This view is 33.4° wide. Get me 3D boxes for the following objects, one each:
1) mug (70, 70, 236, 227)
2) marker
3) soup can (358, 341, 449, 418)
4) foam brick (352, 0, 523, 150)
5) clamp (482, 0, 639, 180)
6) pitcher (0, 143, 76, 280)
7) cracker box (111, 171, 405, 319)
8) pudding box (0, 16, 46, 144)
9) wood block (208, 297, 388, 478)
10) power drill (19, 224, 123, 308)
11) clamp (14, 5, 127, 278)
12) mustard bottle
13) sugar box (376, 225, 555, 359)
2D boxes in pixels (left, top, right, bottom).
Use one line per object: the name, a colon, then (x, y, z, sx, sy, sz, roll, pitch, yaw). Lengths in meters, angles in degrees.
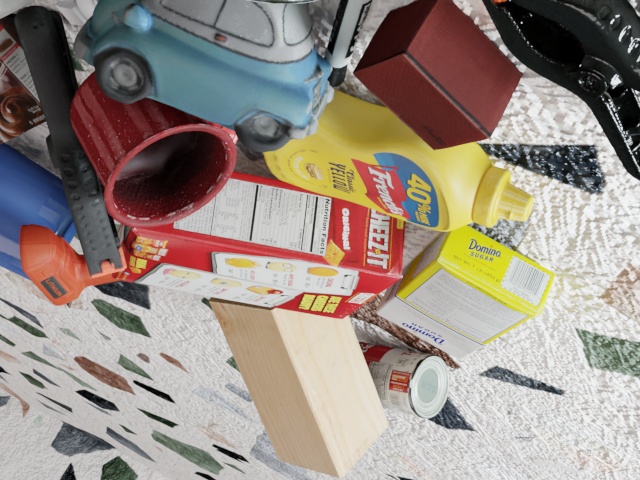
mug: (-0.118, -0.061, 0.716, 0.081, 0.093, 0.117, 57, 142, 30)
marker: (0.016, -0.130, 0.668, 0.020, 0.020, 0.121, 28, 157, 1)
soup can: (0.076, 0.147, 1.125, 0.102, 0.068, 0.068, 5, 148, 43)
foam brick: (0.069, -0.099, 0.633, 0.078, 0.051, 0.053, 40, 156, -25)
clamp: (0.159, -0.094, 0.557, 0.171, 0.039, 0.120, 37, 155, -20)
pitcher: (-0.374, -0.057, 1.109, 0.242, 0.149, 0.145, 30, 135, -5)
cracker box: (-0.056, 0.001, 0.882, 0.213, 0.072, 0.164, 10, 162, -13)
pudding box: (-0.271, -0.132, 0.891, 0.114, 0.039, 0.090, -15, 124, 44)
wood block: (-0.018, 0.123, 1.064, 0.091, 0.090, 0.206, 6, 126, 43)
power drill: (-0.187, 0.003, 1.025, 0.187, 0.057, 0.184, -9, 153, 3)
clamp: (-0.182, -0.074, 0.780, 0.164, 0.036, 0.210, -152, 48, -81)
mustard bottle: (0.054, -0.051, 0.742, 0.192, 0.058, 0.096, 19, 151, 19)
sugar box: (0.116, 0.046, 0.896, 0.093, 0.048, 0.176, 29, 161, -4)
